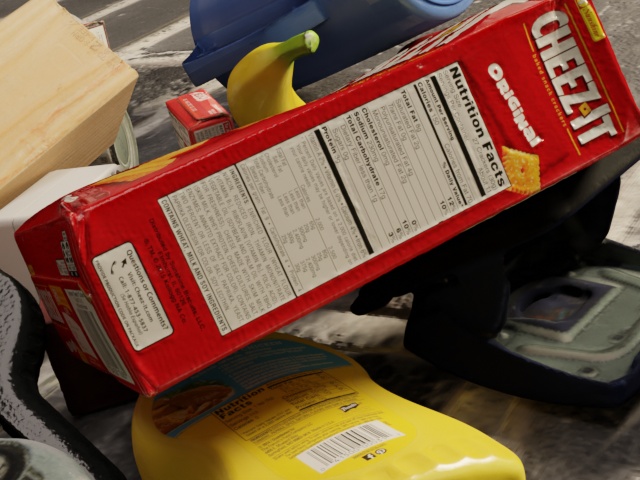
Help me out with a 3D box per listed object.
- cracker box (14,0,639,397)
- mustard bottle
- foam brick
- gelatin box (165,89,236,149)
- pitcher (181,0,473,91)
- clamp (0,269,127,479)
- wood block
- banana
[{"bbox_3d":[-0.007,-0.023,0.434,0.213,0.072,0.164,-27,8,-19],"label":"cracker box"},{"bbox_3d":[-0.018,0.076,0.406,0.096,0.058,0.192,-20,24,-26],"label":"mustard bottle"},{"bbox_3d":[-0.109,0.043,0.541,0.051,0.053,0.078,-16,22,-5],"label":"foam brick"},{"bbox_3d":[-0.065,-0.043,0.663,0.030,0.089,0.073,-19,24,-11],"label":"gelatin box"},{"bbox_3d":[0.003,-0.191,0.841,0.144,0.149,0.243,15,-14,-34],"label":"pitcher"},{"bbox_3d":[-0.143,0.066,0.458,0.120,0.039,0.171,-6,54,-6],"label":"clamp"},{"bbox_3d":[-0.224,-0.056,0.686,0.205,0.090,0.091,-48,-2,-34],"label":"wood block"},{"bbox_3d":[-0.010,-0.070,0.635,0.070,0.037,0.197,7,-12,18],"label":"banana"}]
